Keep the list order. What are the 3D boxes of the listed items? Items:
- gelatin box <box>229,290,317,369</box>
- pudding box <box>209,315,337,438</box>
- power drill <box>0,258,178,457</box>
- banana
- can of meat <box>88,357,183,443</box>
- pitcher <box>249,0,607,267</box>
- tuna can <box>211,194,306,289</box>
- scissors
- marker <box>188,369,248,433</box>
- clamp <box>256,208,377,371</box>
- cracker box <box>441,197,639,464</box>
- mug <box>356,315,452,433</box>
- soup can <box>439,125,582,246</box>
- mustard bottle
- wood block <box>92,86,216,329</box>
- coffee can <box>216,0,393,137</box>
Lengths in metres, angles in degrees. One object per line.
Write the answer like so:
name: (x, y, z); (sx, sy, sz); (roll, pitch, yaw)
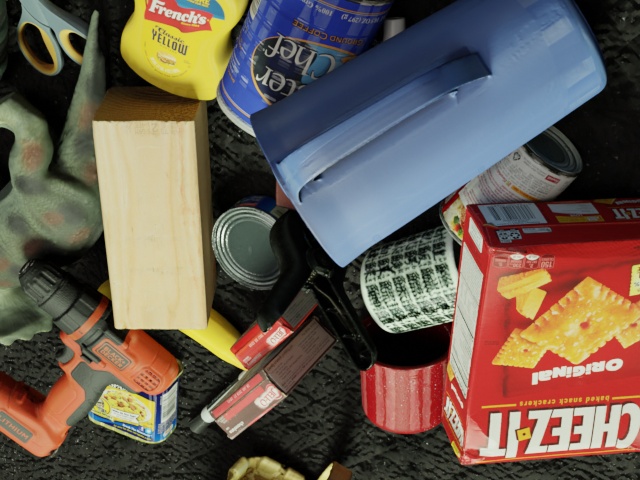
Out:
gelatin box: (-0.037, 0.073, 0.994); (0.030, 0.089, 0.073); (46, 126, -2)
pudding box: (-0.044, 0.129, 1.012); (0.039, 0.113, 0.090); (48, 126, -2)
power drill: (-0.262, 0.121, 1.054); (0.188, 0.057, 0.184); (-38, 110, 25)
banana: (-0.154, 0.075, 1.089); (0.198, 0.037, 0.070); (18, 139, 19)
can of meat: (-0.200, 0.161, 1.142); (0.102, 0.057, 0.084); (18, 124, 16)
pitcher: (0.078, -0.095, 0.771); (0.243, 0.149, 0.145); (-32, 129, 8)
tuna can: (-0.057, 0.001, 1.000); (0.086, 0.033, 0.086); (12, 120, 21)
scissors: (-0.242, -0.216, 0.943); (0.096, 0.016, 0.202); (13, 147, 5)
marker: (-0.102, 0.169, 1.120); (0.020, 0.020, 0.121); (45, 126, -1)
clamp: (-0.015, 0.028, 0.917); (0.039, 0.171, 0.120); (-38, 139, 28)
cracker box: (0.191, 0.075, 0.847); (0.164, 0.072, 0.214); (-2, 121, -8)
mug: (0.070, 0.115, 0.972); (0.117, 0.093, 0.081); (32, 136, 44)
soup can: (0.151, -0.043, 0.854); (0.068, 0.068, 0.102); (40, 125, 2)
mustard bottle: (-0.107, -0.198, 0.865); (0.096, 0.058, 0.192); (28, 147, 1)
wood block: (-0.149, -0.030, 0.981); (0.090, 0.091, 0.206); (0, 118, 0)
coffee can: (-0.013, -0.159, 0.852); (0.103, 0.102, 0.140); (32, 125, 8)
